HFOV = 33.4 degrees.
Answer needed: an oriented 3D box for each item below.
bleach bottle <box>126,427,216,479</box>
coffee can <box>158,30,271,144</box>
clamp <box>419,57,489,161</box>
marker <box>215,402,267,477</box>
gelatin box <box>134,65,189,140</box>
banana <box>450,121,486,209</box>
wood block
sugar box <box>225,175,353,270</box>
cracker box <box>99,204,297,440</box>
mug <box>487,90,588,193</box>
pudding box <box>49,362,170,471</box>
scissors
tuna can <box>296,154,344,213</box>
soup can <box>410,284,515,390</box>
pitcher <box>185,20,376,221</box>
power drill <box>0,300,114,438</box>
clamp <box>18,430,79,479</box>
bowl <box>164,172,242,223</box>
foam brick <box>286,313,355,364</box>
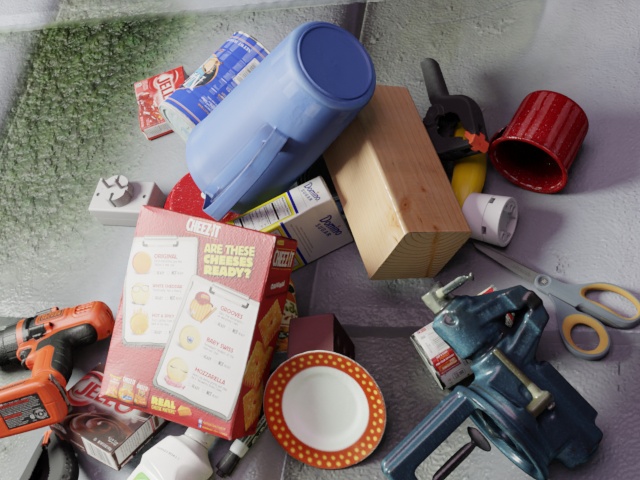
[{"bbox_3d":[-0.181,0.302,1.104,0.103,0.068,0.250,20,66,32],"label":"bleach bottle"},{"bbox_3d":[-0.121,-0.182,1.359,0.140,0.102,0.103,-46,56,-11],"label":"coffee can"},{"bbox_3d":[0.140,-0.149,1.238,0.172,0.039,0.120,26,97,51],"label":"clamp"},{"bbox_3d":[-0.073,0.204,1.151,0.020,0.020,0.121,28,72,32],"label":"marker"},{"bbox_3d":[-0.209,-0.186,1.439,0.073,0.030,0.089,-19,55,8],"label":"gelatin box"},{"bbox_3d":[0.159,-0.099,1.245,0.070,0.037,0.197,-5,58,17],"label":"banana"},{"bbox_3d":[0.077,-0.067,1.190,0.090,0.091,0.206,-1,55,-30],"label":"wood block"},{"bbox_3d":[-0.058,0.001,1.228,0.176,0.093,0.048,-28,53,1],"label":"sugar box"},{"bbox_3d":[-0.128,0.084,1.129,0.164,0.072,0.214,13,91,21],"label":"cracker box"},{"bbox_3d":[0.240,-0.113,1.200,0.117,0.093,0.081,0,51,50],"label":"mug"},{"bbox_3d":[-0.237,0.195,1.190,0.114,0.039,0.089,24,50,29],"label":"pudding box"},{"bbox_3d":[0.237,0.064,1.127,0.202,0.016,0.096,16,66,28],"label":"scissors"},{"bbox_3d":[0.017,-0.074,1.283,0.086,0.033,0.086,-9,57,14],"label":"tuna can"},{"bbox_3d":[0.153,0.101,1.103,0.102,0.068,0.068,-32,54,-1],"label":"soup can"},{"bbox_3d":[-0.047,-0.127,1.181,0.144,0.243,0.149,-6,70,-34],"label":"pitcher"},{"bbox_3d":[-0.337,0.145,1.218,0.184,0.057,0.187,-18,27,11],"label":"power drill"},{"bbox_3d":[-0.295,0.292,1.138,0.165,0.036,0.210,-26,38,33],"label":"clamp"},{"bbox_3d":[-0.132,-0.040,1.304,0.162,0.055,0.162,-9,57,14],"label":"bowl"},{"bbox_3d":[0.001,0.120,1.141,0.051,0.078,0.053,-8,57,17],"label":"foam brick"}]
